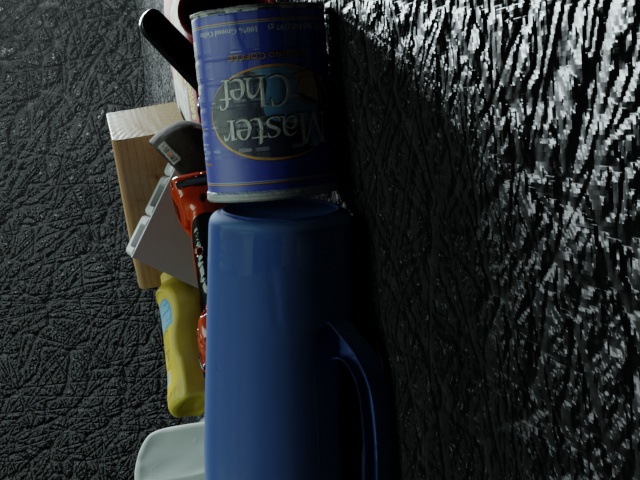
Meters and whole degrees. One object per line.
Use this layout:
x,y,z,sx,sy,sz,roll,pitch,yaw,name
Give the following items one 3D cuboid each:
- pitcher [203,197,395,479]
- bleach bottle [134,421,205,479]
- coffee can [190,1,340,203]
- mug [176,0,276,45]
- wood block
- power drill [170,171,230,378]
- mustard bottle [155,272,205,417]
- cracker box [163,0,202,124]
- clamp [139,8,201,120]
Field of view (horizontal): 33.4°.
-0.020,0.096,0.805,0.145,0.149,0.243,-80,-10,-78,pitcher
-0.073,0.269,1.037,0.068,0.103,0.250,-83,-29,-41,bleach bottle
-0.042,-0.104,0.812,0.103,0.102,0.140,-155,59,-76,coffee can
-0.086,-0.203,1.024,0.081,0.093,0.117,94,-175,-58,mug
-0.203,-0.055,1.332,0.091,0.090,0.206,-119,20,-58,wood block
-0.097,0.043,0.998,0.184,0.057,0.188,103,156,-66,power drill
-0.164,0.109,1.282,0.096,0.058,0.191,114,148,-62,mustard bottle
-0.132,-0.211,1.259,0.214,0.072,0.164,-146,49,-73,cracker box
-0.069,-0.121,0.982,0.036,0.165,0.210,-58,-22,-17,clamp
